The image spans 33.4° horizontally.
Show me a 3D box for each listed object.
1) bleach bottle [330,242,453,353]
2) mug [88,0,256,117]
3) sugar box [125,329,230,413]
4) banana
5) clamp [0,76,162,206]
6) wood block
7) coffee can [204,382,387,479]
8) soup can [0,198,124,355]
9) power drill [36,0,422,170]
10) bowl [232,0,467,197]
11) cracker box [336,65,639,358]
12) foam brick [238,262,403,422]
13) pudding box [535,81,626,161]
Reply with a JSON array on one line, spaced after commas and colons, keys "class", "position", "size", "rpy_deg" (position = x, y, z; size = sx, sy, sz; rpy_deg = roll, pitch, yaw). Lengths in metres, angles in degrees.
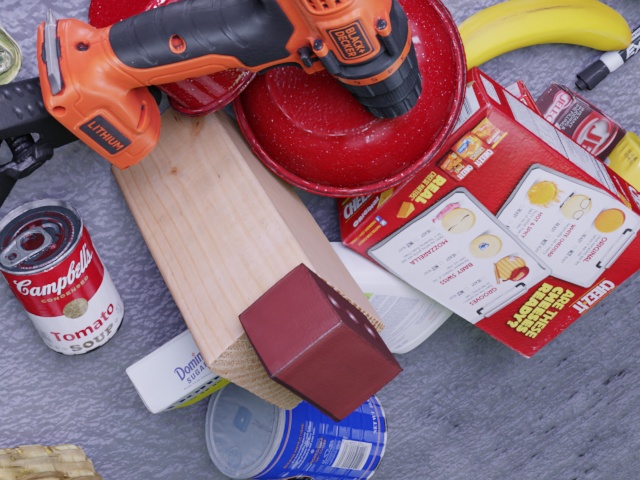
[{"class": "bleach bottle", "position": [0.020, 0.039, 0.876], "size": [0.103, 0.068, 0.250], "rpy_deg": [-48, 149, 18]}, {"class": "mug", "position": [-0.080, -0.144, 0.659], "size": [0.117, 0.093, 0.081], "rpy_deg": [-42, 134, 13]}, {"class": "sugar box", "position": [-0.089, 0.095, 0.848], "size": [0.093, 0.048, 0.176], "rpy_deg": [-33, 176, -1]}, {"class": "banana", "position": [0.171, -0.164, 0.844], "size": [0.197, 0.037, 0.070], "rpy_deg": [-15, 153, -19]}, {"class": "clamp", "position": [-0.172, -0.064, 0.642], "size": [0.164, 0.036, 0.210], "rpy_deg": [-36, 179, -6]}, {"class": "wood block", "position": [-0.055, 0.001, 0.723], "size": [0.090, 0.206, 0.090], "rpy_deg": [-42, 138, 9]}, {"class": "coffee can", "position": [-0.022, 0.174, 0.989], "size": [0.140, 0.103, 0.103], "rpy_deg": [18, 118, -42]}, {"class": "soup can", "position": [-0.188, 0.028, 0.771], "size": [0.068, 0.068, 0.102], "rpy_deg": [-25, 139, -10]}, {"class": "power drill", "position": [-0.044, -0.097, 0.587], "size": [0.188, 0.057, 0.184], "rpy_deg": [-17, 156, 12]}, {"class": "bowl", "position": [0.014, -0.110, 0.695], "size": [0.162, 0.162, 0.055], "rpy_deg": [-39, 173, 6]}, {"class": "cracker box", "position": [0.146, -0.018, 0.860], "size": [0.213, 0.072, 0.164], "rpy_deg": [31, 120, -26]}, {"class": "foam brick", "position": [0.000, 0.060, 0.616], "size": [0.051, 0.053, 0.078], "rpy_deg": [-40, 139, 7]}, {"class": "pudding box", "position": [0.204, -0.075, 0.944], "size": [0.089, 0.039, 0.114], "rpy_deg": [20, 116, -43]}]
